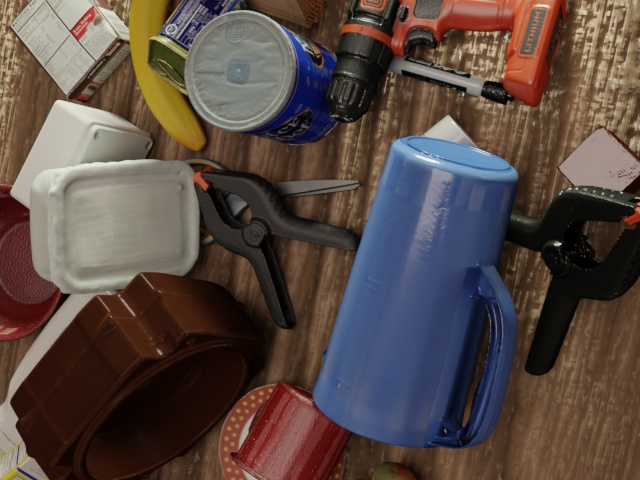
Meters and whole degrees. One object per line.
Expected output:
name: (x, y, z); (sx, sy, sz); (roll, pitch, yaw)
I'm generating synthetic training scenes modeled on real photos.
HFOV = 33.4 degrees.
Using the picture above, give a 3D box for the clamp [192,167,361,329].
clamp: (-0.057, 0.001, 1.013); (0.171, 0.039, 0.120); (35, 104, 12)

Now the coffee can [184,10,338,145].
coffee can: (-0.045, -0.143, 0.965); (0.103, 0.140, 0.103); (0, 90, 21)

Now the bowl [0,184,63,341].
bowl: (-0.319, 0.023, 1.115); (0.162, 0.055, 0.162); (0, 90, 21)

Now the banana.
banana: (-0.156, -0.184, 1.063); (0.070, 0.037, 0.198); (-7, 87, 21)

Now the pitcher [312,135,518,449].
pitcher: (0.091, 0.045, 0.891); (0.149, 0.145, 0.243); (14, 106, 1)

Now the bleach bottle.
bleach bottle: (-0.266, 0.136, 1.087); (0.102, 0.068, 0.251); (45, 107, -1)

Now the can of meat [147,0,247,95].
can of meat: (-0.115, -0.193, 1.003); (0.057, 0.102, 0.084); (34, 77, -4)

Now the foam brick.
foam brick: (0.238, -0.058, 0.888); (0.051, 0.078, 0.053); (-45, 75, 16)

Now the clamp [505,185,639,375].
clamp: (0.203, 0.023, 0.874); (0.210, 0.036, 0.164); (-25, 85, 57)

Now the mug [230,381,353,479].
mug: (-0.027, 0.177, 0.967); (0.081, 0.093, 0.117); (-60, 30, -4)

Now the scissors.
scissors: (-0.064, -0.030, 1.038); (0.202, 0.016, 0.096); (13, 96, 21)

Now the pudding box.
pudding box: (-0.256, -0.213, 1.102); (0.090, 0.039, 0.113); (-45, 73, 16)

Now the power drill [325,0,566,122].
power drill: (0.108, -0.174, 0.935); (0.188, 0.057, 0.184); (16, 83, 18)

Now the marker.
marker: (0.118, -0.147, 0.966); (0.121, 0.020, 0.020); (20, 97, 20)
